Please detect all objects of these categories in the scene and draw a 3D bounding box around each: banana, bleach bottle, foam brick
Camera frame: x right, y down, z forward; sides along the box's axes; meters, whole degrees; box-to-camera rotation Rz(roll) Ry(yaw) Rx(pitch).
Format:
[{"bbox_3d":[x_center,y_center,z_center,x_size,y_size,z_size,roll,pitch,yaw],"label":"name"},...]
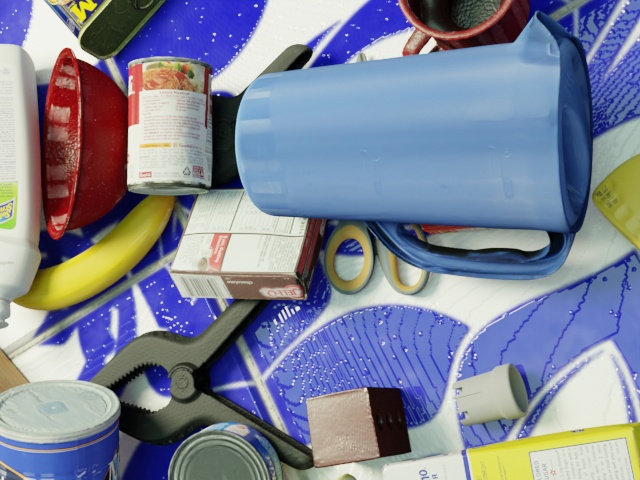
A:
[{"bbox_3d":[-0.208,0.017,0.933,0.198,0.037,0.069,-20,78,18],"label":"banana"},{"bbox_3d":[-0.297,-0.046,0.934,0.102,0.068,0.251,-5,72,-2],"label":"bleach bottle"},{"bbox_3d":[0.029,0.140,0.804,0.051,0.078,0.053,-13,78,20],"label":"foam brick"}]

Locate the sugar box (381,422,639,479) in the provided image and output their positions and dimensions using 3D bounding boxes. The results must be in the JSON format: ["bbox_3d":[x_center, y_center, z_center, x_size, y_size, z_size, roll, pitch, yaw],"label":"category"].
[{"bbox_3d":[0.139,0.162,0.750,0.176,0.093,0.048,-11,79,19],"label":"sugar box"}]

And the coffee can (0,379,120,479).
[{"bbox_3d":[-0.211,0.196,0.852,0.103,0.102,0.140,9,107,22],"label":"coffee can"}]

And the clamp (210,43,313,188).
[{"bbox_3d":[-0.070,-0.098,0.893,0.172,0.039,0.120,-2,81,20],"label":"clamp"}]

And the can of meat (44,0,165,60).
[{"bbox_3d":[-0.193,-0.228,0.949,0.102,0.057,0.084,-46,67,9],"label":"can of meat"}]

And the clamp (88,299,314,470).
[{"bbox_3d":[-0.103,0.106,0.880,0.210,0.036,0.164,-4,81,17],"label":"clamp"}]

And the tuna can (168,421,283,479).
[{"bbox_3d":[-0.073,0.186,0.832,0.086,0.033,0.086,1,95,18],"label":"tuna can"}]

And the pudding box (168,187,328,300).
[{"bbox_3d":[-0.056,0.001,0.857,0.114,0.039,0.090,1,52,20],"label":"pudding box"}]

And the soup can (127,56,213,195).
[{"bbox_3d":[-0.121,-0.090,0.858,0.069,0.068,0.102,-1,87,21],"label":"soup can"}]

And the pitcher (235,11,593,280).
[{"bbox_3d":[0.069,-0.061,0.762,0.243,0.145,0.149,0,71,24],"label":"pitcher"}]

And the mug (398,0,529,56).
[{"bbox_3d":[0.106,-0.176,0.812,0.093,0.081,0.117,39,97,21],"label":"mug"}]

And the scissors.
[{"bbox_3d":[0.028,-0.044,0.861,0.096,0.016,0.202,-25,75,17],"label":"scissors"}]

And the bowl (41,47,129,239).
[{"bbox_3d":[-0.196,-0.080,0.905,0.162,0.055,0.162,-177,90,-66],"label":"bowl"}]
